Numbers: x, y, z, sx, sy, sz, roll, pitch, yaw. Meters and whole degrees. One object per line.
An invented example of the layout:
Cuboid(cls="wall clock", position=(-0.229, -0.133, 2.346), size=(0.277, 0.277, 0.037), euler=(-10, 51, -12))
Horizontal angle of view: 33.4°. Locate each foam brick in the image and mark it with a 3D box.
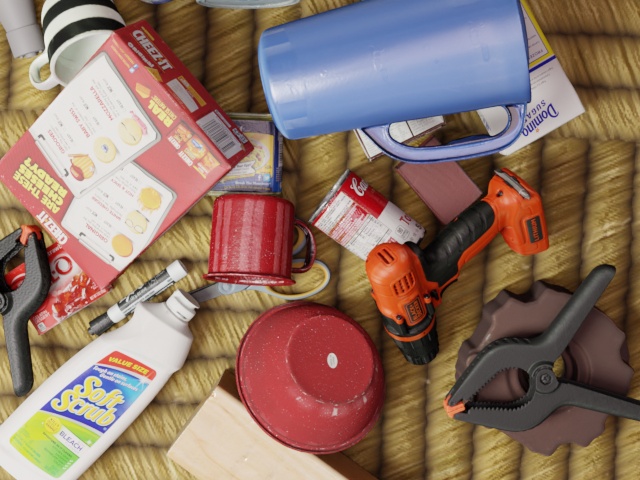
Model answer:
Cuboid(cls="foam brick", position=(0.119, -0.061, 1.079), size=(0.051, 0.053, 0.078), euler=(-41, 94, 4))

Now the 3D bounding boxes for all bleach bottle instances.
Cuboid(cls="bleach bottle", position=(-0.223, 0.144, 1.092), size=(0.102, 0.068, 0.251), euler=(42, 95, -6))

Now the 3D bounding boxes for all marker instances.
Cuboid(cls="marker", position=(-0.192, 0.061, 1.111), size=(0.121, 0.020, 0.020), euler=(-35, 94, 4))

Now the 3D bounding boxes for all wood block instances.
Cuboid(cls="wood block", position=(-0.043, 0.233, 1.089), size=(0.206, 0.091, 0.090), euler=(36, 94, -2))

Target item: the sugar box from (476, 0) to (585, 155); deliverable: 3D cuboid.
Cuboid(cls="sugar box", position=(0.181, -0.183, 1.071), size=(0.093, 0.048, 0.176), euler=(-29, 98, 4))

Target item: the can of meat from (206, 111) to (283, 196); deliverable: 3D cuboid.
Cuboid(cls="can of meat", position=(-0.086, -0.088, 1.078), size=(0.102, 0.057, 0.084), euler=(2, 97, 1))

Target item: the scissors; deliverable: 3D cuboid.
Cuboid(cls="scissors", position=(-0.090, 0.027, 1.108), size=(0.202, 0.016, 0.096), euler=(-3, 93, 1))

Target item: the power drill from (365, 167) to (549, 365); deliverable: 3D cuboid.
Cuboid(cls="power drill", position=(0.138, 0.029, 1.055), size=(0.187, 0.184, 0.057), euler=(-37, 53, -10))

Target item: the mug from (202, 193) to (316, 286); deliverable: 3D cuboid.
Cuboid(cls="mug", position=(-0.057, 0.001, 1.058), size=(0.117, 0.093, 0.081), euler=(7, 81, -24))

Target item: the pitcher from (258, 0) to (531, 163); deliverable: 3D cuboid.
Cuboid(cls="pitcher", position=(0.073, -0.159, 0.996), size=(0.243, 0.145, 0.149), euler=(-12, 53, 9))

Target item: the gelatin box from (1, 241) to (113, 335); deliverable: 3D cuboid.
Cuboid(cls="gelatin box", position=(-0.272, 0.044, 1.105), size=(0.089, 0.030, 0.073), euler=(-32, 94, 3))

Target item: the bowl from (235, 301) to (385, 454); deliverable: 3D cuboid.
Cuboid(cls="bowl", position=(0.000, 0.126, 1.054), size=(0.162, 0.055, 0.162), euler=(9, 63, -18))

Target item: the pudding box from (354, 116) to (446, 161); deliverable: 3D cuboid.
Cuboid(cls="pudding box", position=(0.065, -0.148, 1.079), size=(0.090, 0.039, 0.113), euler=(-26, 92, 5))

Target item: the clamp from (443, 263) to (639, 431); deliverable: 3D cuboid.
Cuboid(cls="clamp", position=(0.226, 0.139, 1.047), size=(0.210, 0.036, 0.164), euler=(-27, 94, 2))

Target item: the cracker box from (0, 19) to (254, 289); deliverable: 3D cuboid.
Cuboid(cls="cracker box", position=(-0.191, -0.080, 1.034), size=(0.164, 0.072, 0.214), euler=(48, 121, -3))

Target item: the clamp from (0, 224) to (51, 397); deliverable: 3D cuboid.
Cuboid(cls="clamp", position=(-0.313, 0.070, 1.074), size=(0.120, 0.039, 0.171), euler=(32, 99, -1))

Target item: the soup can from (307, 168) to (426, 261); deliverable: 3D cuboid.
Cuboid(cls="soup can", position=(0.047, -0.015, 1.076), size=(0.102, 0.068, 0.068), euler=(38, 94, -3))
